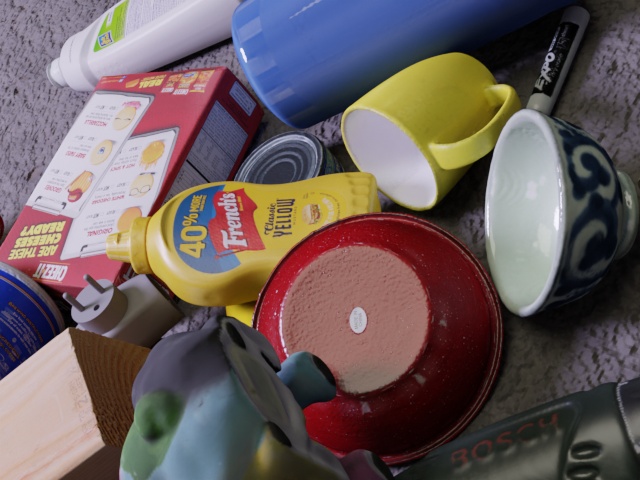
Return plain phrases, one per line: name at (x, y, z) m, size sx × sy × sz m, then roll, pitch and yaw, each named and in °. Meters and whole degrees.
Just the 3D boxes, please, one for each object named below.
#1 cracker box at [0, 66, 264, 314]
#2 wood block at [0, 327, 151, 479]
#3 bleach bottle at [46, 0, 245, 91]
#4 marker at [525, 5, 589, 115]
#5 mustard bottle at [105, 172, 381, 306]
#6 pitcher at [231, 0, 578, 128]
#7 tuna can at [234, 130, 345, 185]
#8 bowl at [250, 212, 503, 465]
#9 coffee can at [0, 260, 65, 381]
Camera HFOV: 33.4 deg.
cracker box at (-0.160, -0.040, 0.893) m, size 0.164 × 0.072 × 0.213 m, roll 4°, pitch 60°, yaw 40°
wood block at (-0.198, 0.157, 0.716) m, size 0.206 × 0.090 × 0.090 m, roll -37°, pitch 58°, yaw 18°
bleach bottle at (-0.167, -0.212, 1.046) m, size 0.251 × 0.068 × 0.102 m, roll -19°, pitch 47°, yaw 28°
marker at (0.161, -0.112, 0.743) m, size 0.020 × 0.020 × 0.121 m, roll 6°, pitch 61°, yaw 40°
mustard bottle at (-0.055, 0.001, 0.740) m, size 0.192 × 0.058 × 0.096 m, roll -3°, pitch 53°, yaw 9°
pitcher at (0.063, -0.182, 0.789) m, size 0.243 × 0.149 × 0.145 m, roll -26°, pitch 49°, yaw 21°
tuna can at (-0.025, -0.042, 0.818) m, size 0.086 × 0.033 × 0.086 m, roll -21°, pitch 47°, yaw 23°
bowl at (0.026, 0.052, 0.641) m, size 0.162 × 0.055 × 0.162 m, roll -4°, pitch 73°, yaw 14°
coffee can at (-0.279, 0.096, 0.826) m, size 0.103 × 0.102 × 0.140 m, roll -4°, pitch 39°, yaw 35°
